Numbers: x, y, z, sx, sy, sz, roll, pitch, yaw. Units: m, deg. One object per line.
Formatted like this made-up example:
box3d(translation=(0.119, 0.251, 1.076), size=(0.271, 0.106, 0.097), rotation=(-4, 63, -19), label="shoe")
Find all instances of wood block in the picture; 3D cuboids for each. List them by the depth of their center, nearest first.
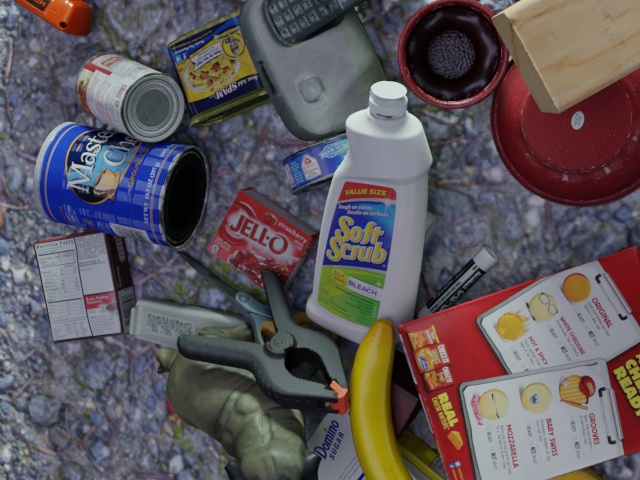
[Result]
box3d(translation=(0.248, -0.189, 0.826), size=(0.206, 0.091, 0.090), rotation=(-29, 96, 7), label="wood block")

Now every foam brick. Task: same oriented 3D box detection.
box3d(translation=(0.069, 0.144, 0.998), size=(0.053, 0.078, 0.051), rotation=(31, 109, 13), label="foam brick")

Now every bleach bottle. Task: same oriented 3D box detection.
box3d(translation=(0.043, -0.024, 0.929), size=(0.103, 0.068, 0.251), rotation=(24, 133, 26), label="bleach bottle")

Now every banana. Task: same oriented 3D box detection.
box3d(translation=(0.061, 0.169, 0.944), size=(0.070, 0.037, 0.198), rotation=(-18, 91, 13), label="banana")

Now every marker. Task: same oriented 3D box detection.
box3d(translation=(0.118, 0.053, 0.998), size=(0.020, 0.020, 0.121), rotation=(46, 110, 8), label="marker")

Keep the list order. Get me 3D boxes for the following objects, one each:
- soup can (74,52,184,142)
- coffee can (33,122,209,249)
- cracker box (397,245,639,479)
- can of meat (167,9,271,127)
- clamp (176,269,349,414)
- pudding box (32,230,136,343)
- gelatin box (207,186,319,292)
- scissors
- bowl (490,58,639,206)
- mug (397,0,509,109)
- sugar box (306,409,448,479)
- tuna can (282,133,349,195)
box3d(translation=(-0.184, -0.138, 1.029), size=(0.102, 0.068, 0.068), rotation=(28, 109, 48), label="soup can")
box3d(translation=(-0.194, -0.055, 1.049), size=(0.140, 0.102, 0.103), rotation=(12, 102, 17), label="coffee can")
box3d(translation=(0.192, 0.116, 0.917), size=(0.213, 0.072, 0.164), rotation=(-19, 86, 2), label="cracker box")
box3d(translation=(-0.089, -0.164, 1.020), size=(0.102, 0.057, 0.084), rotation=(-20, 90, 21), label="can of meat")
box3d(translation=(-0.033, 0.093, 0.971), size=(0.172, 0.039, 0.120), rotation=(27, 63, 25), label="clamp")
box3d(translation=(-0.245, 0.047, 1.117), size=(0.090, 0.039, 0.113), rotation=(-8, 93, 21), label="pudding box")
box3d(translation=(-0.057, 0.001, 1.047), size=(0.089, 0.030, 0.073), rotation=(34, 107, 12), label="gelatin box")
box3d(translation=(-0.055, 0.062, 1.054), size=(0.202, 0.096, 0.016), rotation=(48, 136, 38), label="scissors")
box3d(translation=(0.222, -0.106, 0.919), size=(0.162, 0.055, 0.162), rotation=(3, 100, 19), label="bowl")
box3d(translation=(0.117, -0.173, 0.925), size=(0.093, 0.081, 0.117), rotation=(12, 100, 5), label="mug")
box3d(translation=(0.069, 0.232, 1.029), size=(0.176, 0.048, 0.093), rotation=(40, 109, 14), label="sugar box")
box3d(translation=(0.009, -0.072, 0.983), size=(0.086, 0.086, 0.034), rotation=(-21, 89, 21), label="tuna can")
